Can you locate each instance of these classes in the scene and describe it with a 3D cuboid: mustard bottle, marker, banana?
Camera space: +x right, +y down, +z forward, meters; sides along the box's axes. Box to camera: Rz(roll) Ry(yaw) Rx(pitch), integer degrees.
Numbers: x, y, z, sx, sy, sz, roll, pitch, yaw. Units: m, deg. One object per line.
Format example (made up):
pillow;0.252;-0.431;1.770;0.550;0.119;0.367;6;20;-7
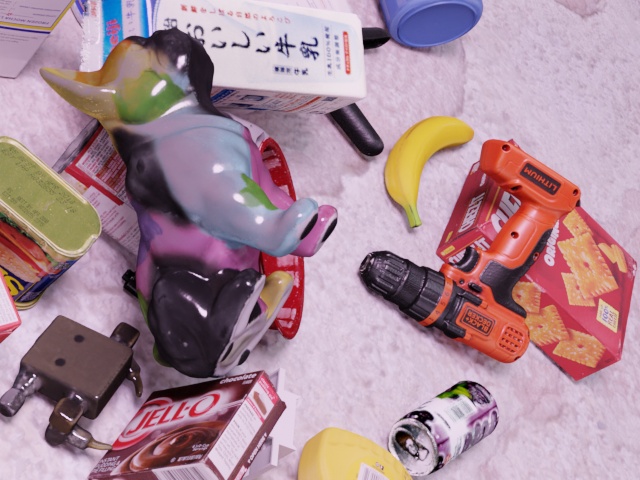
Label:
mustard bottle;0.016;0.235;0.782;0.096;0.058;0.191;37;37;-18
marker;-0.105;0.064;0.826;0.121;0.020;0.020;42;43;-14
banana;0.110;-0.089;1.119;0.069;0.037;0.197;60;39;-21

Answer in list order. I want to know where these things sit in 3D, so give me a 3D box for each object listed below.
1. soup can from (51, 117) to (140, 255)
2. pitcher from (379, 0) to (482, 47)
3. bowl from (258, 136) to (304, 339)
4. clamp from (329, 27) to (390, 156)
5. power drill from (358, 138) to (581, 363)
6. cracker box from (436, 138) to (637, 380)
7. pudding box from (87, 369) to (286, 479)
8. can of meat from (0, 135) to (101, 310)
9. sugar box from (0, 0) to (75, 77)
soup can;-0.150;-0.038;0.815;0.102;0.069;0.068;40;43;-17
pitcher;0.112;-0.345;1.228;0.149;0.145;0.243;1;67;-29
bowl;-0.056;0.001;0.853;0.162;0.055;0.162;-6;90;-79
clamp;-0.011;-0.178;1.060;0.209;0.036;0.164;19;54;-31
power drill;0.148;0.002;1.010;0.184;0.057;0.187;29;88;-18
cracker box;0.239;0.018;1.139;0.213;0.072;0.164;42;43;-13
pudding box;-0.090;0.136;0.722;0.039;0.114;0.090;60;38;-22
can of meat;-0.210;-0.012;0.729;0.102;0.084;0.057;42;43;-15
sugar box;-0.224;-0.184;0.758;0.093;0.177;0.048;1;66;-43
